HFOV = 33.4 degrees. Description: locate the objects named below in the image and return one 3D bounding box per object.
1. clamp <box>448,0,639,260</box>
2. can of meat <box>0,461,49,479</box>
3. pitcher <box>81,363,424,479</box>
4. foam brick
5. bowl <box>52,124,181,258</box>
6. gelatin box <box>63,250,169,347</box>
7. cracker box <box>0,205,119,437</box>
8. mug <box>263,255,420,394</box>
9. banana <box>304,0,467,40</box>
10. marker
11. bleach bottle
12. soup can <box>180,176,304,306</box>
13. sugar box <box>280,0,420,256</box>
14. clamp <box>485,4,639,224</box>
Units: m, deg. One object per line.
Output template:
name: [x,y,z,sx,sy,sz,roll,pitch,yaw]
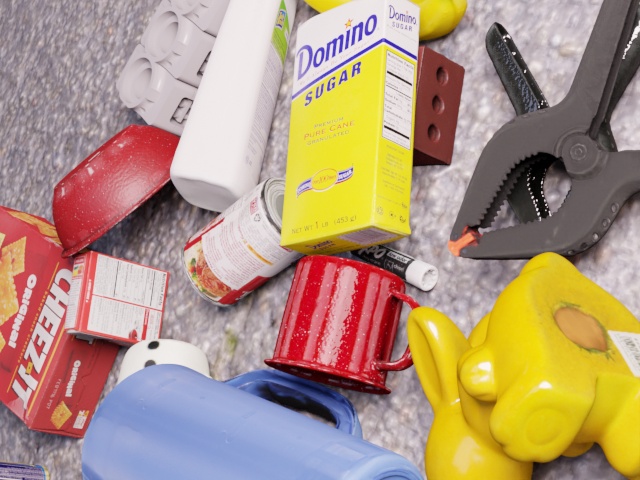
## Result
clamp: [0.161,-0.063,0.651,0.210,0.036,0.164,-32,71,22]
can of meat: [-0.328,0.246,1.047,0.102,0.083,0.057,-19,63,40]
pitcher: [-0.039,0.165,0.738,0.243,0.144,0.149,9,80,45]
foam brick: [0.068,-0.098,0.790,0.051,0.052,0.078,0,77,45]
bowl: [-0.188,-0.056,0.967,0.162,0.055,0.162,-36,14,10]
gelatin box: [-0.183,0.055,0.963,0.030,0.089,0.073,-9,70,45]
cracker box: [-0.285,0.075,1.072,0.214,0.072,0.164,27,96,46]
mug: [0.023,0.060,0.757,0.117,0.093,0.081,3,74,41]
banana: [0.049,-0.188,0.832,0.037,0.069,0.198,-44,35,-23]
marker: [0.040,0.010,0.804,0.121,0.020,0.020,25,95,46]
bleach bottle: [-0.061,-0.154,0.921,0.068,0.102,0.251,13,76,8]
soup can: [-0.056,0.001,0.869,0.102,0.068,0.068,-35,54,32]
sugar box: [0.021,-0.082,0.759,0.094,0.048,0.176,-13,69,43]
clamp: [0.166,-0.075,0.694,0.120,0.039,0.171,-12,75,41]
